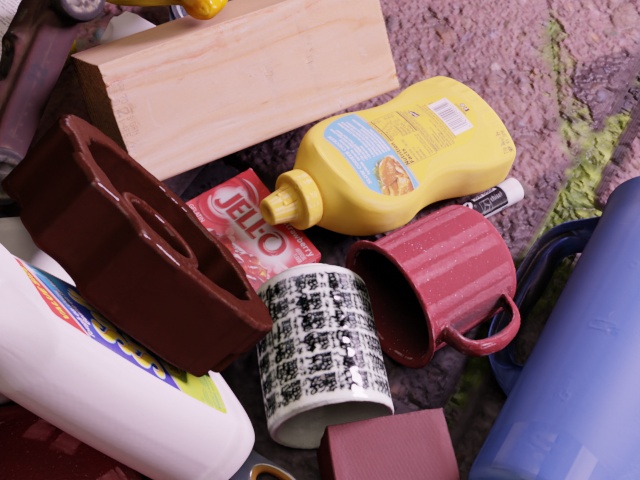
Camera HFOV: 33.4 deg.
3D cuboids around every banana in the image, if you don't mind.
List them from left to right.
[{"bbox_3d":[-0.113,-0.184,0.784,0.069,0.037,0.198,-45,34,-22],"label":"banana"}]

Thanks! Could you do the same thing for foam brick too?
[{"bbox_3d":[0.041,0.143,0.666,0.078,0.053,0.051,-7,61,-12],"label":"foam brick"}]

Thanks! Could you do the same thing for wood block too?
[{"bbox_3d":[-0.061,-0.120,0.768,0.205,0.090,0.091,-23,21,-19],"label":"wood block"}]

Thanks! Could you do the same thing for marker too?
[{"bbox_3d":[0.097,-0.013,0.782,0.121,0.020,0.020,-28,66,-20],"label":"marker"}]

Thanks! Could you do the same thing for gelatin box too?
[{"bbox_3d":[-0.055,0.001,0.750,0.073,0.030,0.089,-30,67,-21],"label":"gelatin box"}]

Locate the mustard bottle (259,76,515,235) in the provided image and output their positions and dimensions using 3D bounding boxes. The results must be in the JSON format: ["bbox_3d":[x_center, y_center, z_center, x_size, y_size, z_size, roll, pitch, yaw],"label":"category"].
[{"bbox_3d":[0.040,-0.053,0.761,0.191,0.058,0.096,-24,61,-28],"label":"mustard bottle"}]

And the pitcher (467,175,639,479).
[{"bbox_3d":[0.187,0.082,0.684,0.145,0.149,0.242,38,65,-2],"label":"pitcher"}]

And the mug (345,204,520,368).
[{"bbox_3d":[0.083,0.033,0.709,0.081,0.093,0.117,-26,45,-25],"label":"mug"}]

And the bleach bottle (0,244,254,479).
[{"bbox_3d":[-0.138,0.063,0.575,0.068,0.250,0.103,-43,52,4],"label":"bleach bottle"}]

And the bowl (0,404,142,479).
[{"bbox_3d":[-0.165,0.176,0.594,0.161,0.055,0.162,32,43,-35],"label":"bowl"}]
